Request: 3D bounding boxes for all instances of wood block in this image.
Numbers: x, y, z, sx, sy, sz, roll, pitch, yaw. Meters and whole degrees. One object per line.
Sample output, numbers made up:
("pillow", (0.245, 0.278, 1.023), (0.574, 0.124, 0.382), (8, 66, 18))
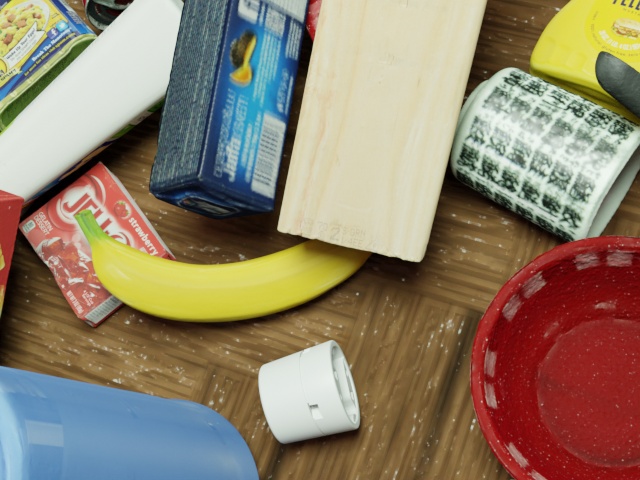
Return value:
("wood block", (0.041, -0.105, 0.624), (0.090, 0.090, 0.206), (12, 109, 1))

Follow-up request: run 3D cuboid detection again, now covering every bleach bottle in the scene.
("bleach bottle", (-0.183, -0.071, 0.733), (0.251, 0.102, 0.068), (-39, 101, 6))

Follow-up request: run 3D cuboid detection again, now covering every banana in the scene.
("banana", (-0.059, 0.019, 0.680), (0.197, 0.037, 0.070), (2, 103, -3))

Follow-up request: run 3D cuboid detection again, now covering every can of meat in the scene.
("can of meat", (-0.215, -0.135, 0.774), (0.102, 0.057, 0.084), (-42, 70, -3))

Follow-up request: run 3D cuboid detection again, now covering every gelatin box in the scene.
("gelatin box", (-0.152, 0.002, 0.726), (0.073, 0.030, 0.089), (-38, 68, -1))

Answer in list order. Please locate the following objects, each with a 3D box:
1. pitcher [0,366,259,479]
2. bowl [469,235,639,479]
("pitcher", (-0.144, 0.128, 0.568), (0.149, 0.242, 0.145), (-8, 71, 18))
("bowl", (0.168, 0.081, 0.610), (0.162, 0.055, 0.162), (-4, 71, 12))
